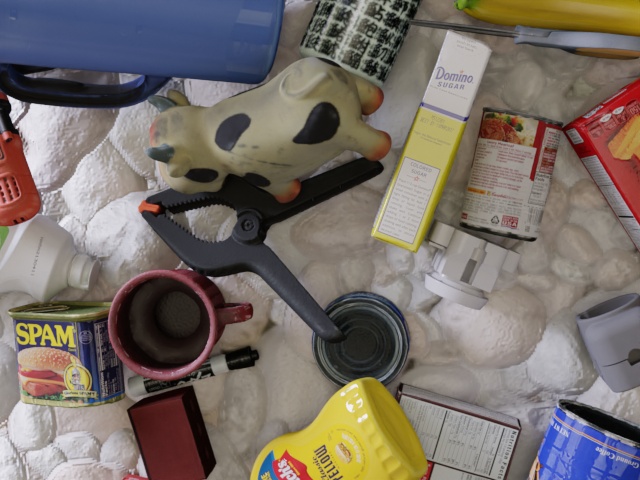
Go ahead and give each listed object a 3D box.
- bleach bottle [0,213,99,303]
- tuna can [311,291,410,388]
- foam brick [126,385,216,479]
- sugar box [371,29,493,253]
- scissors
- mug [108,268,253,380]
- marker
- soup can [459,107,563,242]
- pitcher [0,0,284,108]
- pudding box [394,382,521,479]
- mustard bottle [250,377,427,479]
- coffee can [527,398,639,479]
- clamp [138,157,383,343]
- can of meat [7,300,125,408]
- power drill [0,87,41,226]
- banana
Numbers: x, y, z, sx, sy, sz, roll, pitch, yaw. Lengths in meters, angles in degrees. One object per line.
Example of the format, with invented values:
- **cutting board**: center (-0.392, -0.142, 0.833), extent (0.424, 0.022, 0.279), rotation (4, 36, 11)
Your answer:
- **bleach bottle**: center (-0.324, 0.010, 0.952), extent (0.251, 0.068, 0.102), rotation (13, 93, 3)
- **tuna can**: center (0.035, 0.089, 0.933), extent (0.086, 0.033, 0.086), rotation (0, 94, 6)
- **foam brick**: center (-0.131, 0.174, 0.947), extent (0.051, 0.053, 0.078), rotation (-16, 93, 7)
- **sugar box**: center (0.093, -0.080, 0.886), extent (0.048, 0.093, 0.176), rotation (23, 96, 3)
- **scissors**: center (0.180, -0.166, 0.881), extent (0.202, 0.096, 0.016), rotation (9, 96, 17)
- **mug**: center (-0.116, 0.066, 0.923), extent (0.117, 0.081, 0.093), rotation (-9, 93, 7)
- **marker**: center (-0.114, 0.117, 0.958), extent (0.121, 0.020, 0.020), rotation (-15, 92, 7)
- **soup can**: center (0.159, -0.055, 0.893), extent (0.068, 0.068, 0.102), rotation (12, 95, 5)
- **pitcher**: center (-0.158, -0.187, 0.873), extent (0.242, 0.149, 0.145), rotation (7, 82, -12)
- **pudding box**: center (0.109, 0.184, 0.930), extent (0.113, 0.039, 0.090), rotation (17, 95, 3)
- **mustard bottle**: center (-0.005, 0.205, 0.918), extent (0.192, 0.058, 0.096), rotation (-40, 72, 25)
- **coffee can**: center (0.220, 0.217, 0.887), extent (0.103, 0.102, 0.140), rotation (21, 96, 4)
- **clamp**: center (-0.056, 0.001, 0.922), extent (0.210, 0.036, 0.164), rotation (4, 75, 8)
- **can of meat**: center (-0.222, 0.099, 0.939), extent (0.102, 0.057, 0.084), rotation (0, 98, 30)
- **power drill**: center (-0.349, -0.076, 0.903), extent (0.187, 0.057, 0.184), rotation (-22, 81, -6)
- **banana**: center (0.200, -0.188, 0.881), extent (0.197, 0.069, 0.037), rotation (3, 121, -6)
